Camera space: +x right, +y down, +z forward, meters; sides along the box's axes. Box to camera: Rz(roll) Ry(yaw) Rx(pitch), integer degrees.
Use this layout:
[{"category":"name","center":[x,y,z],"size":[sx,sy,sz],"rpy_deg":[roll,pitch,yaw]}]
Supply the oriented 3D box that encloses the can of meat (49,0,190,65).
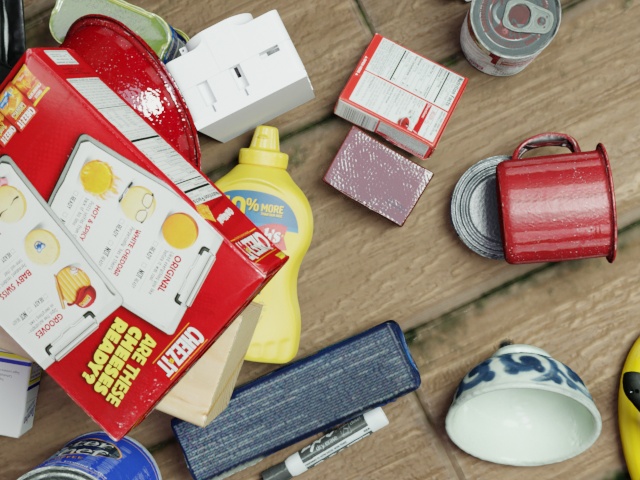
[{"category":"can of meat","center":[-0.163,-0.165,0.874],"size":[0.102,0.084,0.057],"rpy_deg":[23,92,2]}]

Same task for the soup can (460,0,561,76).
[{"category":"soup can","center":[0.148,-0.170,0.848],"size":[0.068,0.102,0.068],"rpy_deg":[0,91,3]}]

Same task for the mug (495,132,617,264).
[{"category":"mug","center":[0.179,-0.035,0.826],"size":[0.081,0.093,0.117],"rpy_deg":[-6,59,8]}]

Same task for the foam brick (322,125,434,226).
[{"category":"foam brick","center":[0.047,-0.052,0.880],"size":[0.078,0.051,0.053],"rpy_deg":[32,93,2]}]

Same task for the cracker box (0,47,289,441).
[{"category":"cracker box","center":[-0.153,0.000,0.724],"size":[0.214,0.072,0.164],"rpy_deg":[44,109,3]}]

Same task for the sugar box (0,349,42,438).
[{"category":"sugar box","center":[-0.278,0.070,0.903],"size":[0.093,0.048,0.176],"rpy_deg":[11,95,2]}]

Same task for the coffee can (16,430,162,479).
[{"category":"coffee can","center":[-0.189,0.215,0.851],"size":[0.103,0.140,0.103],"rpy_deg":[0,90,3]}]

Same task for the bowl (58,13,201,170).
[{"category":"bowl","center":[-0.162,-0.084,0.799],"size":[0.055,0.162,0.162],"rpy_deg":[-35,89,-35]}]

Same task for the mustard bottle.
[{"category":"mustard bottle","center":[-0.056,0.001,0.883],"size":[0.096,0.058,0.191],"rpy_deg":[7,91,8]}]

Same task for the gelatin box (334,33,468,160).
[{"category":"gelatin box","center":[0.067,-0.118,0.877],"size":[0.089,0.030,0.073],"rpy_deg":[27,67,2]}]

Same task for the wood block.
[{"category":"wood block","center":[-0.161,0.059,0.820],"size":[0.206,0.090,0.090],"rpy_deg":[20,94,6]}]

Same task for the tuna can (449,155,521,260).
[{"category":"tuna can","center":[0.150,-0.027,0.883],"size":[0.086,0.033,0.086],"rpy_deg":[0,91,3]}]

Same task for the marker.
[{"category":"marker","center":[0.001,0.176,0.901],"size":[0.121,0.020,0.020],"rpy_deg":[-31,89,3]}]
